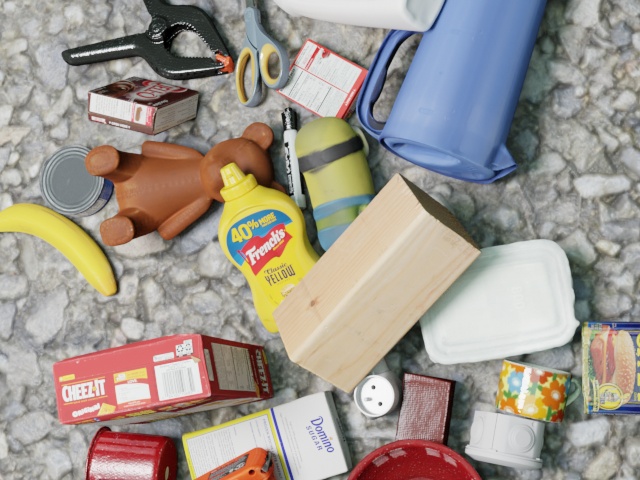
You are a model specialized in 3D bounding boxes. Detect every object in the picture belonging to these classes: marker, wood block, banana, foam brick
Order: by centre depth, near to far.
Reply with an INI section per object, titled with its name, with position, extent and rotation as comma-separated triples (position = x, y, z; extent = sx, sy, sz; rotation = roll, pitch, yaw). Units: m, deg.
[wood block]
position = 0.055, 0.045, 1.111
extent = 0.206, 0.090, 0.091
rotation = -48, 32, 14
[foam brick]
position = 0.114, 0.185, 1.153
extent = 0.051, 0.053, 0.078
rotation = 7, 86, 15
[marker]
position = -0.032, -0.096, 1.242
extent = 0.020, 0.020, 0.121
rotation = -8, 81, 14
[banana]
position = -0.323, 0.001, 1.301
extent = 0.198, 0.037, 0.070
rotation = 23, 114, 18

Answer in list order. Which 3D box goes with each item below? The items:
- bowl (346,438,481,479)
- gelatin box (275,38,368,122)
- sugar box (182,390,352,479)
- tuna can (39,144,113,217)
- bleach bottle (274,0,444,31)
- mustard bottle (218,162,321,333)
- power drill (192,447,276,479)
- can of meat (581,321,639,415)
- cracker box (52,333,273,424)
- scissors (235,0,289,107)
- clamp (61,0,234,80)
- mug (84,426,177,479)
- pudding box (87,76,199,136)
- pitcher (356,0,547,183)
[bowl]
position = 0.101, 0.291, 1.111
extent = 0.162, 0.055, 0.162
rotation = -4, 73, 14
[gelatin box]
position = 0.005, -0.181, 1.238
extent = 0.089, 0.030, 0.073
rotation = 31, 93, 16
[sugar box]
position = -0.060, 0.237, 1.197
extent = 0.176, 0.048, 0.093
rotation = -18, 81, 8
[tuna can]
position = -0.297, -0.072, 1.301
extent = 0.086, 0.033, 0.086
rotation = -2, 83, 14
[bleach bottle]
position = 0.028, -0.292, 1.185
extent = 0.251, 0.068, 0.102
rotation = 19, 86, 45
[mustard bottle]
position = -0.058, 0.002, 1.180
extent = 0.096, 0.058, 0.191
rotation = -25, 103, 12
[power drill]
position = -0.072, 0.332, 1.156
extent = 0.184, 0.057, 0.187
rotation = -30, 100, 8
[can of meat]
position = 0.315, 0.132, 1.105
extent = 0.084, 0.057, 0.102
rotation = -1, 82, 17
[cracker box]
position = -0.162, 0.151, 1.146
extent = 0.164, 0.213, 0.072
rotation = -13, 79, 12
[scissors]
position = -0.067, -0.257, 1.247
extent = 0.096, 0.016, 0.202
rotation = 6, 92, 46
[clamp]
position = -0.203, -0.245, 1.294
extent = 0.210, 0.036, 0.164
rotation = 33, 88, 13
[mug]
position = -0.214, 0.263, 1.200
extent = 0.081, 0.117, 0.093
rotation = 2, 102, 10
[pudding box]
position = -0.206, -0.159, 1.247
extent = 0.090, 0.113, 0.039
rotation = 14, 114, 16
[pitcher]
position = 0.153, -0.195, 1.153
extent = 0.149, 0.145, 0.243
rotation = 22, 84, -25
